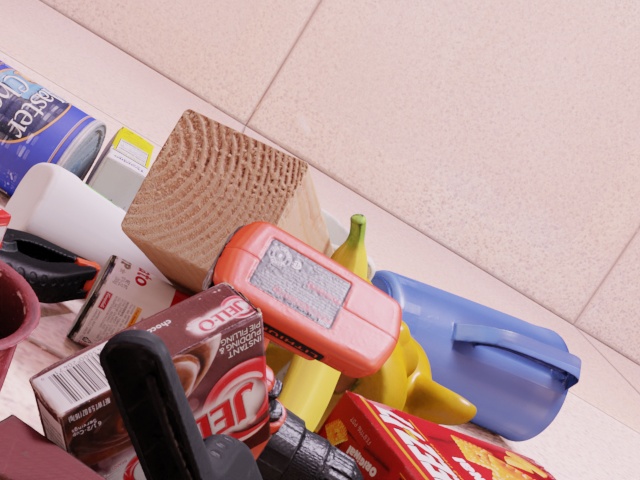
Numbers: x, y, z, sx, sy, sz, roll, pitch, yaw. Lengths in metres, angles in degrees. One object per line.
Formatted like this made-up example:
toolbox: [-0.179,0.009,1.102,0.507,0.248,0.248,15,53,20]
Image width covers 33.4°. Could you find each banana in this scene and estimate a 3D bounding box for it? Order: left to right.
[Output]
banana: [-0.003,0.078,0.784,0.037,0.197,0.069,10,-22,22]

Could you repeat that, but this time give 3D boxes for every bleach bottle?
bleach bottle: [-0.136,0.028,0.883,0.250,0.068,0.103,34,-11,-26]

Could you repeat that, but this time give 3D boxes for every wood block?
wood block: [-0.055,0.001,0.743,0.091,0.090,0.206,25,-13,11]

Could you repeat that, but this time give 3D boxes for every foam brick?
foam brick: [-0.123,0.120,0.453,0.078,0.053,0.051,34,9,7]

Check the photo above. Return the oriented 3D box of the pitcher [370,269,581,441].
pitcher: [0.147,0.118,1.140,0.242,0.149,0.145,24,23,-28]

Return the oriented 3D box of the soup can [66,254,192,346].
soup can: [-0.117,0.063,0.749,0.102,0.068,0.068,30,9,-11]

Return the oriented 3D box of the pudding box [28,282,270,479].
pudding box: [-0.079,0.083,0.527,0.113,0.090,0.039,-24,42,-27]

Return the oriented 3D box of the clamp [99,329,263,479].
clamp: [-0.056,0.141,0.465,0.036,0.164,0.210,-1,-19,11]

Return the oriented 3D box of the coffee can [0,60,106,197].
coffee can: [-0.279,-0.098,0.960,0.140,0.103,0.103,32,9,-1]

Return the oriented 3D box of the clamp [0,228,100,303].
clamp: [-0.239,0.005,0.745,0.171,0.039,0.120,18,21,-48]

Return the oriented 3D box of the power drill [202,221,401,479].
power drill: [-0.027,0.084,0.631,0.184,0.188,0.057,30,48,-6]

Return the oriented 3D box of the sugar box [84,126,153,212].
sugar box: [-0.196,-0.046,0.992,0.048,0.093,0.176,29,10,-15]

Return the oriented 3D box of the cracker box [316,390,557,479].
cracker box: [0.114,0.201,0.769,0.213,0.072,0.164,25,11,-35]
